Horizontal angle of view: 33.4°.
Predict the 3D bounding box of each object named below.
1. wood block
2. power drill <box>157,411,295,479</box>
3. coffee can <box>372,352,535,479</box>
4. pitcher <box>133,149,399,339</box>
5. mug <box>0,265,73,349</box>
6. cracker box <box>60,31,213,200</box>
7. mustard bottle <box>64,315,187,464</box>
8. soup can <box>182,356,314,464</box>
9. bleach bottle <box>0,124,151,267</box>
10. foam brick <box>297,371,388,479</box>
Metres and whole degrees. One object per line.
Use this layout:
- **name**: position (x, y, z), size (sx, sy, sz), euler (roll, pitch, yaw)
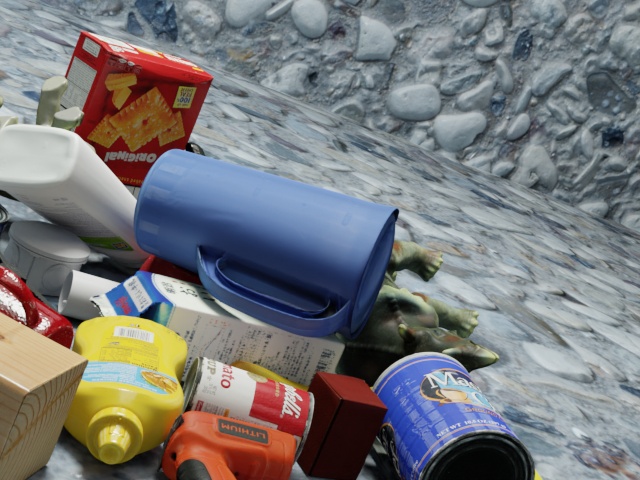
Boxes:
- **wood block**: position (-0.278, 0.081, 0.721), size (0.206, 0.090, 0.090), euler (26, 13, 9)
- **power drill**: position (-0.036, 0.199, 0.749), size (0.184, 0.057, 0.188), euler (19, 15, -21)
- **coffee can**: position (0.109, 0.173, 0.919), size (0.102, 0.103, 0.140), euler (19, 15, -21)
- **pitcher**: position (-0.057, 0.001, 1.027), size (0.243, 0.145, 0.149), euler (19, -5, 12)
- **mug**: position (-0.238, 0.067, 0.799), size (0.081, 0.117, 0.093), euler (32, 39, 10)
- **cracker box**: position (-0.242, -0.127, 1.290), size (0.163, 0.214, 0.072), euler (8, 21, -48)
- **mustard bottle**: position (-0.156, 0.120, 0.839), size (0.096, 0.058, 0.191), euler (13, 16, -10)
- **soup can**: position (-0.065, 0.143, 0.888), size (0.102, 0.068, 0.068), euler (20, 14, -11)
- **bleach bottle**: position (-0.238, -0.030, 1.109), size (0.103, 0.068, 0.250), euler (7, -21, 20)
- **foam brick**: position (0.014, 0.161, 0.929), size (0.051, 0.078, 0.053), euler (14, 17, -30)
